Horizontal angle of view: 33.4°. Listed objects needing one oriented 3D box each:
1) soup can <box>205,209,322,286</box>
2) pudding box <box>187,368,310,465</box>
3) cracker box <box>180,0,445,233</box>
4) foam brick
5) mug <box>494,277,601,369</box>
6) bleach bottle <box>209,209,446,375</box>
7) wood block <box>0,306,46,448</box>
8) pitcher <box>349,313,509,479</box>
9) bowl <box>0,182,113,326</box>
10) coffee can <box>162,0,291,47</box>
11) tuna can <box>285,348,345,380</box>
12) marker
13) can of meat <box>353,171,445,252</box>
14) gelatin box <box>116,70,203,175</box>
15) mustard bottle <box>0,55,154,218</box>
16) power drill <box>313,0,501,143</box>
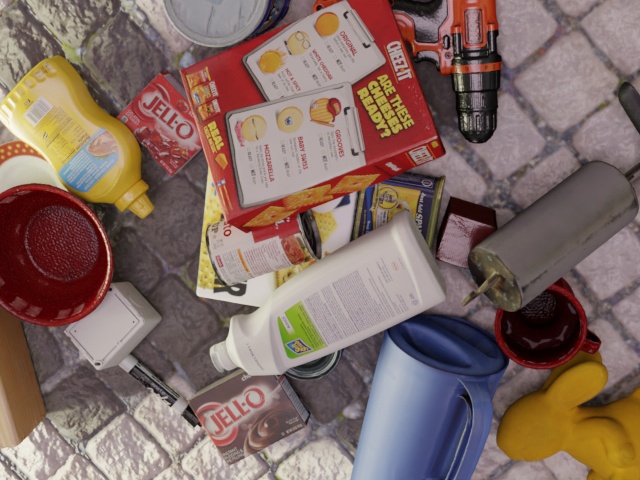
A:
[{"bbox_3d":[-0.057,0.001,1.081,0.102,0.068,0.068,-17,101,13],"label":"soup can"},{"bbox_3d":[-0.081,0.192,1.219,0.114,0.039,0.090,-30,98,15],"label":"pudding box"},{"bbox_3d":[-0.008,-0.122,1.021,0.214,0.072,0.164,-21,75,10],"label":"cracker box"},{"bbox_3d":[0.151,-0.007,1.111,0.051,0.078,0.053,18,106,2],"label":"foam brick"},{"bbox_3d":[0.240,0.083,1.118,0.117,0.081,0.093,24,107,2],"label":"mug"},{"bbox_3d":[-0.003,0.066,1.094,0.251,0.068,0.102,-25,103,13],"label":"bleach bottle"},{"bbox_3d":[-0.396,0.130,1.227,0.090,0.090,0.206,-10,102,10],"label":"wood block"},{"bbox_3d":[0.108,0.210,1.136,0.145,0.149,0.243,22,113,18],"label":"pitcher"},{"bbox_3d":[-0.295,0.010,1.175,0.162,0.055,0.162,3,106,10],"label":"bowl"},{"bbox_3d":[-0.088,-0.248,1.054,0.103,0.140,0.103,2,105,8],"label":"coffee can"},{"bbox_3d":[-0.015,0.112,1.191,0.086,0.033,0.086,2,105,8],"label":"tuna can"},{"bbox_3d":[-0.183,0.176,1.242,0.121,0.020,0.020,40,107,-3],"label":"marker"},{"bbox_3d":[0.082,-0.024,1.129,0.084,0.057,0.102,10,106,8],"label":"can of meat"},{"bbox_3d":[-0.164,-0.127,1.155,0.073,0.030,0.089,-42,95,16],"label":"gelatin box"},{"bbox_3d":[-0.250,-0.099,1.146,0.096,0.058,0.191,-41,95,20],"label":"mustard bottle"},{"bbox_3d":[0.089,-0.187,1.087,0.188,0.057,0.184,-2,100,7],"label":"power drill"}]
